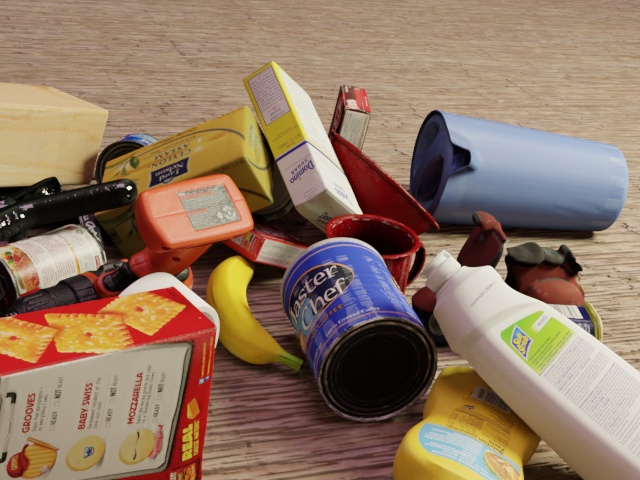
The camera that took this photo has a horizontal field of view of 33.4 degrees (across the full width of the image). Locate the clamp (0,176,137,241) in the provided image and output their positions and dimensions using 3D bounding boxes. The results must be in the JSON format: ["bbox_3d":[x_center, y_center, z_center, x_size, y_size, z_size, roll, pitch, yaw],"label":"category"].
[{"bbox_3d":[-0.281,-0.021,0.974,0.165,0.036,0.209,0,19,43],"label":"clamp"}]

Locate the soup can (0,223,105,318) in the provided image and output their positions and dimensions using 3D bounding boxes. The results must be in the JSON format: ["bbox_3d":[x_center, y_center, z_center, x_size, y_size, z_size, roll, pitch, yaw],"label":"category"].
[{"bbox_3d":[-0.254,0.028,0.966,0.069,0.068,0.102,26,30,30],"label":"soup can"}]

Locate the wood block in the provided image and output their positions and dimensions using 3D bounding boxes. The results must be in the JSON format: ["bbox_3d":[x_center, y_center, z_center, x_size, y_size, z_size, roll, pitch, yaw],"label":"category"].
[{"bbox_3d":[-0.327,-0.110,1.102,0.091,0.090,0.205,22,14,24],"label":"wood block"}]

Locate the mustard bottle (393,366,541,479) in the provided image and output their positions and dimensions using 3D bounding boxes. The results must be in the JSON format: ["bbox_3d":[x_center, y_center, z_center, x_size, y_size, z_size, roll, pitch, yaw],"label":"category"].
[{"bbox_3d":[0.107,0.169,0.804,0.096,0.058,0.191,26,29,11],"label":"mustard bottle"}]

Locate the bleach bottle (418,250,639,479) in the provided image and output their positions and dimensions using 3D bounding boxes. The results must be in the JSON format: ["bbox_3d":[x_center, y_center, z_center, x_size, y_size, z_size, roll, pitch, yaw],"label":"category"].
[{"bbox_3d":[0.183,0.099,0.839,0.251,0.068,0.102,44,50,9],"label":"bleach bottle"}]

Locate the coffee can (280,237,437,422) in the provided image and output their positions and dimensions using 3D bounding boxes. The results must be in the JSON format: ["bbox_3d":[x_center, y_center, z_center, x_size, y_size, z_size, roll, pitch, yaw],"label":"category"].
[{"bbox_3d":[0.030,0.074,0.923,0.102,0.103,0.140,1,27,-17],"label":"coffee can"}]

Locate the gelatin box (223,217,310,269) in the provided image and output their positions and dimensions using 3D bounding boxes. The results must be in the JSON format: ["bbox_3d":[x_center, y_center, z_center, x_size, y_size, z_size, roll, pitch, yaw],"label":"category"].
[{"bbox_3d":[-0.057,0.001,1.094,0.073,0.030,0.089,30,10,39],"label":"gelatin box"}]

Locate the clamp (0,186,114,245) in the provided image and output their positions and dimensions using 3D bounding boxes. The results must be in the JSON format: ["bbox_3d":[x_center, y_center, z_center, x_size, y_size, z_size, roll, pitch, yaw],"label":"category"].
[{"bbox_3d":[-0.290,-0.030,1.111,0.120,0.039,0.172,1,29,-39],"label":"clamp"}]

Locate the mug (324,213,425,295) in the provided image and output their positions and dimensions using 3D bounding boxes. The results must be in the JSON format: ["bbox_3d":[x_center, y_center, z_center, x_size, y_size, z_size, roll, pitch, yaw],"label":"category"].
[{"bbox_3d":[0.054,0.028,1.048,0.117,0.081,0.093,-11,32,-35],"label":"mug"}]

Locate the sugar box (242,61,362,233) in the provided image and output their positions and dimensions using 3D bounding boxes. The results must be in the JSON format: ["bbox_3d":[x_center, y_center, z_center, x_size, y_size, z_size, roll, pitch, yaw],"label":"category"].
[{"bbox_3d":[-0.018,-0.092,1.102,0.093,0.048,0.176,37,28,-55],"label":"sugar box"}]

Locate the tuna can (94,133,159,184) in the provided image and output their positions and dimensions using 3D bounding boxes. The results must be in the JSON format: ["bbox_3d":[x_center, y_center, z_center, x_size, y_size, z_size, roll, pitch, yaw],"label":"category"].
[{"bbox_3d":[-0.201,-0.073,1.170,0.086,0.086,0.033,14,25,10],"label":"tuna can"}]

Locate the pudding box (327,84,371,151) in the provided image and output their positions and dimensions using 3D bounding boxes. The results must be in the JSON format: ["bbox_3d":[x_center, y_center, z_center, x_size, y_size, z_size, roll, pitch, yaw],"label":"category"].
[{"bbox_3d":[0.030,-0.125,1.316,0.039,0.113,0.090,10,26,-6],"label":"pudding box"}]

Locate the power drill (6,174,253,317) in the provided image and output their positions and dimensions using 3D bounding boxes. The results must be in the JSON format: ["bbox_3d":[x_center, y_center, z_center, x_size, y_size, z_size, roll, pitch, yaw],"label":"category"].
[{"bbox_3d":[-0.157,0.019,0.901,0.184,0.188,0.057,-18,76,-44],"label":"power drill"}]

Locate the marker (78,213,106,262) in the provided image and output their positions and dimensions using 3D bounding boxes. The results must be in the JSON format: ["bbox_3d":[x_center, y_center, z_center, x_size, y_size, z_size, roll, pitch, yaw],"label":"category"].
[{"bbox_3d":[-0.223,0.000,1.047,0.020,0.020,0.121,-3,49,-22],"label":"marker"}]

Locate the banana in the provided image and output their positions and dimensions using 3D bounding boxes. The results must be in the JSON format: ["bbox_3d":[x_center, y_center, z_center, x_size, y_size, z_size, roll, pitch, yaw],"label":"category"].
[{"bbox_3d":[-0.075,0.063,0.995,0.069,0.037,0.198,22,20,-28],"label":"banana"}]

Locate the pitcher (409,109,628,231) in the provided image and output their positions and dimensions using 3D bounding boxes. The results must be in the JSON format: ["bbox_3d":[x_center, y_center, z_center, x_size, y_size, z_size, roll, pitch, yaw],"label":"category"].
[{"bbox_3d":[0.233,-0.075,1.283,0.242,0.145,0.149,6,38,-14],"label":"pitcher"}]

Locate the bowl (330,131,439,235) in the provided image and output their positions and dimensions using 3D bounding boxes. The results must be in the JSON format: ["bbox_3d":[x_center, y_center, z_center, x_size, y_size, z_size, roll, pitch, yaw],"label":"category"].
[{"bbox_3d":[0.054,-0.048,1.183,0.162,0.055,0.162,42,0,0],"label":"bowl"}]

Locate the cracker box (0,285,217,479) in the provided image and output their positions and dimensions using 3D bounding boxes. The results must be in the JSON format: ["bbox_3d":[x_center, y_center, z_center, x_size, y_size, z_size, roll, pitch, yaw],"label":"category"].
[{"bbox_3d":[-0.178,0.129,0.676,0.213,0.164,0.072,-10,30,-34],"label":"cracker box"}]
